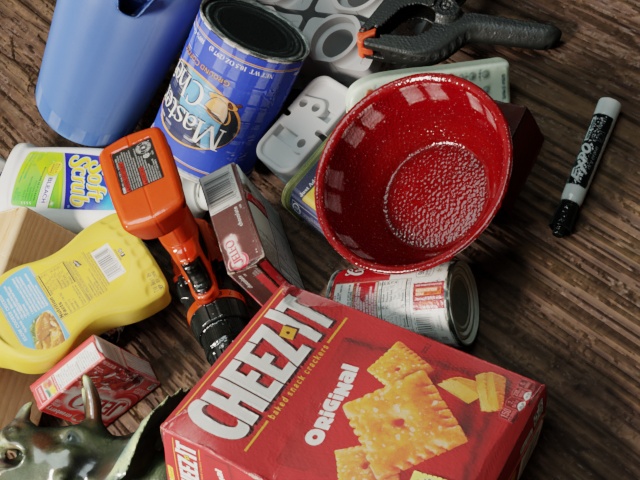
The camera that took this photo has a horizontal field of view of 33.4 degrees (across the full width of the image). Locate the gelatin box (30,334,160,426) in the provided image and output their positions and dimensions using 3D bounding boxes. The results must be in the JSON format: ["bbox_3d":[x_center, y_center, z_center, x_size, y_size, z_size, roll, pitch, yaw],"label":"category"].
[{"bbox_3d":[-0.192,0.125,0.917,0.073,0.089,0.030,-38,57,6],"label":"gelatin box"}]

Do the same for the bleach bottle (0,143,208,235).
[{"bbox_3d":[-0.200,-0.050,1.042,0.251,0.068,0.102,-1,61,27],"label":"bleach bottle"}]

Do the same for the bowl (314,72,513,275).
[{"bbox_3d":[0.077,-0.043,0.811,0.162,0.055,0.162,-11,66,26],"label":"bowl"}]

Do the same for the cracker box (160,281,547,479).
[{"bbox_3d":[0.025,0.131,0.727,0.214,0.072,0.164,21,46,22],"label":"cracker box"}]

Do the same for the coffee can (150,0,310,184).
[{"bbox_3d":[-0.083,-0.132,0.954,0.140,0.102,0.103,-61,42,32],"label":"coffee can"}]

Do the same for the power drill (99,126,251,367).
[{"bbox_3d":[-0.111,0.014,0.873,0.057,0.187,0.184,-25,50,-3],"label":"power drill"}]

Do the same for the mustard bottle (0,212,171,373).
[{"bbox_3d":[-0.232,0.059,0.918,0.191,0.058,0.096,-30,69,-15],"label":"mustard bottle"}]

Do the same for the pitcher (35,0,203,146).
[{"bbox_3d":[-0.189,-0.208,1.011,0.145,0.149,0.243,53,139,13],"label":"pitcher"}]

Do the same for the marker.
[{"bbox_3d":[0.206,-0.056,0.832,0.020,0.020,0.121,14,71,35],"label":"marker"}]

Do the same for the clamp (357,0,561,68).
[{"bbox_3d":[0.112,-0.204,0.924,0.171,0.039,0.120,-10,61,-1],"label":"clamp"}]

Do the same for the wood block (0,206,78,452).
[{"bbox_3d":[-0.295,0.084,0.991,0.090,0.090,0.206,-9,58,44],"label":"wood block"}]

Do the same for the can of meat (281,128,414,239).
[{"bbox_3d":[0.032,-0.042,0.903,0.102,0.057,0.084,-49,52,-3],"label":"can of meat"}]

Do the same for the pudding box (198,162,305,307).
[{"bbox_3d":[-0.056,0.001,0.908,0.039,0.090,0.113,-27,52,10],"label":"pudding box"}]

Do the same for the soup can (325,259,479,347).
[{"bbox_3d":[0.063,0.052,0.823,0.102,0.068,0.068,-6,61,27],"label":"soup can"}]

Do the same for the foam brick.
[{"bbox_3d":[0.137,-0.068,0.859,0.053,0.051,0.078,16,72,35],"label":"foam brick"}]
